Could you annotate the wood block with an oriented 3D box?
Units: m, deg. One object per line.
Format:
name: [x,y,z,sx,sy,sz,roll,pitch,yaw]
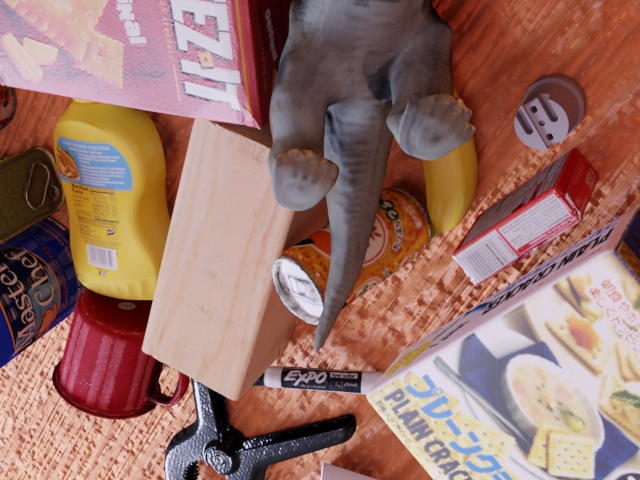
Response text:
wood block: [-0.056,0.001,0.789,0.090,0.090,0.206,26,122,13]

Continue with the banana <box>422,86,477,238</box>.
banana: [0.065,-0.085,0.724,0.070,0.037,0.198,-10,109,28]

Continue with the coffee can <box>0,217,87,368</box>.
coffee can: [-0.272,0.049,0.883,0.103,0.140,0.103,10,117,21]

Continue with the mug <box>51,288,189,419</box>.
mug: [-0.159,0.093,0.881,0.117,0.093,0.082,28,117,18]

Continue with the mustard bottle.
mustard bottle: [-0.163,-0.052,0.833,0.096,0.058,0.192,11,118,34]

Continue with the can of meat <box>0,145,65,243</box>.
can of meat: [-0.274,-0.034,0.870,0.084,0.102,0.057,-7,110,30]

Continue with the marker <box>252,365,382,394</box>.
marker: [-0.012,0.109,0.844,0.121,0.020,0.020,3,115,8]

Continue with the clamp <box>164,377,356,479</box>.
clamp: [-0.085,0.170,0.914,0.164,0.036,0.210,40,120,5]

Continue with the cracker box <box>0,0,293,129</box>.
cracker box: [-0.127,-0.169,0.691,0.214,0.072,0.164,12,130,21]

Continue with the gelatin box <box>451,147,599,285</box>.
gelatin box: [0.136,-0.015,0.702,0.089,0.073,0.030,-36,96,32]
